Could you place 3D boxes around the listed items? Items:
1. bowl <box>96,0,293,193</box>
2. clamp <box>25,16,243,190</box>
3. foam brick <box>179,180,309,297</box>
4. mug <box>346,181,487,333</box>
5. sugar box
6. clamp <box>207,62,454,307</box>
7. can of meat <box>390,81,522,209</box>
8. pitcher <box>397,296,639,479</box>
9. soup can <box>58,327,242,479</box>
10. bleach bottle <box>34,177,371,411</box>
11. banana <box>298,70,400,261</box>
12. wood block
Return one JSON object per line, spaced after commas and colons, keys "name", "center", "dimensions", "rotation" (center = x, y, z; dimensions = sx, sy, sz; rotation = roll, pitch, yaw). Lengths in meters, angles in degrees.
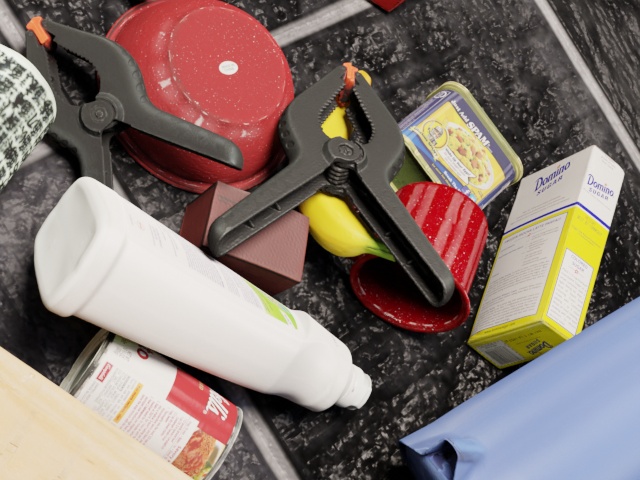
{"name": "bowl", "center": [-0.078, -0.117, 0.781], "dimensions": [0.161, 0.055, 0.162], "rotation": [10, 68, -27]}
{"name": "clamp", "center": [-0.149, -0.071, 0.721], "dimensions": [0.171, 0.039, 0.120], "rotation": [44, 82, 7]}
{"name": "foam brick", "center": [-0.055, 0.001, 0.754], "dimensions": [0.078, 0.051, 0.053], "rotation": [22, 62, -23]}
{"name": "mug", "center": [0.068, 0.006, 0.810], "dimensions": [0.117, 0.093, 0.081], "rotation": [20, 54, 7]}
{"name": "sugar box", "center": [0.185, 0.013, 0.867], "dimensions": [0.048, 0.094, 0.176], "rotation": [37, 58, -17]}
{"name": "clamp", "center": [0.004, -0.049, 0.744], "dimensions": [0.164, 0.036, 0.210], "rotation": [9, 48, -14]}
{"name": "can of meat", "center": [0.101, -0.064, 0.868], "dimensions": [0.083, 0.058, 0.102], "rotation": [-40, 94, -32]}
{"name": "pitcher", "center": [0.188, 0.139, 0.754], "dimensions": [0.242, 0.149, 0.145], "rotation": [-32, 89, -8]}
{"name": "soup can", "center": [-0.110, 0.107, 0.672], "dimensions": [0.102, 0.069, 0.068], "rotation": [37, 58, -14]}
{"name": "bleach bottle", "center": [-0.061, 0.054, 0.691], "dimensions": [0.250, 0.103, 0.068], "rotation": [33, 101, -31]}
{"name": "banana", "center": [0.013, -0.056, 0.806], "dimensions": [0.069, 0.037, 0.198], "rotation": [0, 51, -7]}
{"name": "wood block", "center": [-0.157, 0.148, 0.616], "dimensions": [0.206, 0.091, 0.090], "rotation": [38, 57, -14]}
